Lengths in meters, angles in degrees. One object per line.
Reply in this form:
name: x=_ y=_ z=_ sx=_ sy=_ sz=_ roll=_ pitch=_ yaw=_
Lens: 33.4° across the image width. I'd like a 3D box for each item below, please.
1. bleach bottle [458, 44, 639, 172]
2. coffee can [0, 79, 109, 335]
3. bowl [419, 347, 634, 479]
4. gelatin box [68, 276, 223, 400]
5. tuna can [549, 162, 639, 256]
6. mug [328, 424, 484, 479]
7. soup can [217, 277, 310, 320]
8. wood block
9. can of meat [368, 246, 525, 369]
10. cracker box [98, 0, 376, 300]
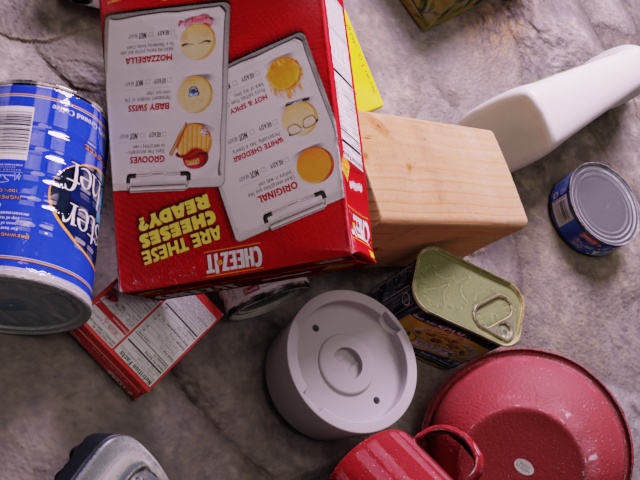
bleach bottle: x=0.244 y=-0.137 z=1.026 sx=0.250 sy=0.103 sz=0.068 roll=-28 pitch=92 yaw=-42
coffee can: x=-0.197 y=-0.020 z=0.709 sx=0.102 sy=0.103 sz=0.140 roll=13 pitch=62 yaw=-24
bowl: x=0.149 y=0.162 z=0.789 sx=0.162 sy=0.162 sz=0.055 roll=59 pitch=12 yaw=5
gelatin box: x=-0.125 y=0.058 z=0.759 sx=0.073 sy=0.030 sz=0.089 roll=47 pitch=54 yaw=-5
tuna can: x=0.260 y=-0.029 z=1.013 sx=0.086 sy=0.034 sz=0.086 roll=12 pitch=63 yaw=-25
mug: x=0.064 y=0.180 z=0.753 sx=0.082 sy=0.117 sz=0.093 roll=43 pitch=2 yaw=36
soup can: x=-0.055 y=0.001 z=0.801 sx=0.068 sy=0.069 sz=0.102 roll=-14 pitch=76 yaw=-33
wood block: x=0.062 y=-0.035 z=0.831 sx=0.205 sy=0.091 sz=0.090 roll=0 pitch=67 yaw=-51
can of meat: x=0.096 y=0.058 z=0.850 sx=0.102 sy=0.084 sz=0.057 roll=25 pitch=58 yaw=-18
cracker box: x=-0.058 y=-0.077 z=0.723 sx=0.072 sy=0.164 sz=0.214 roll=23 pitch=59 yaw=-70
